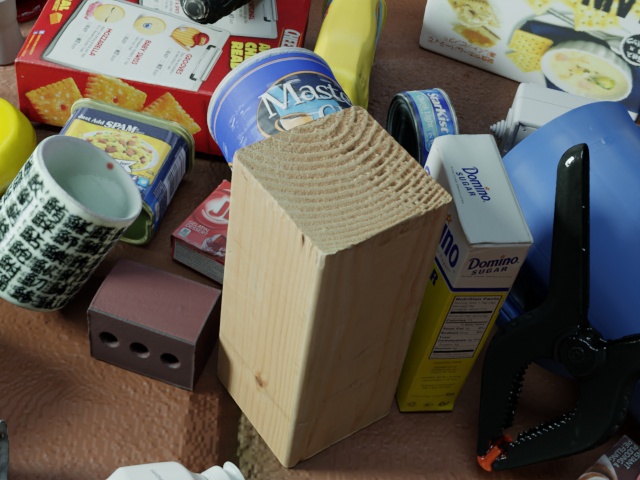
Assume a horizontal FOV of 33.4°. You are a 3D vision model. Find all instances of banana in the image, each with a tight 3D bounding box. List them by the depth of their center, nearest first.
[{"bbox_3d":[-0.246,-0.072,0.795,0.069,0.037,0.198,-17,31,-20],"label":"banana"}]

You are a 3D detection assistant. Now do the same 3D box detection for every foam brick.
[{"bbox_3d":[-0.111,0.055,0.716,0.078,0.053,0.051,17,48,7],"label":"foam brick"}]

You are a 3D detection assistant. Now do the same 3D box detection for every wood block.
[{"bbox_3d":[0.000,0.034,0.649,0.090,0.206,0.091,-24,56,-28],"label":"wood block"}]

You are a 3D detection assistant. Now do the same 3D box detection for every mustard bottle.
[{"bbox_3d":[0.022,-0.165,0.909,0.058,0.096,0.191,12,47,2],"label":"mustard bottle"}]

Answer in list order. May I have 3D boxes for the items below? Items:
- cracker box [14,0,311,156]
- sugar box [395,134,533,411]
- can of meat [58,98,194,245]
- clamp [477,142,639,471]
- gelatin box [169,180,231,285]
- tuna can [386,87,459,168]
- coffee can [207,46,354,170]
[{"bbox_3d":[-0.125,-0.154,0.894,0.213,0.072,0.164,11,46,0],"label":"cracker box"},{"bbox_3d":[0.080,0.025,0.690,0.048,0.176,0.093,-2,48,-12],"label":"sugar box"},{"bbox_3d":[-0.157,-0.051,0.804,0.102,0.057,0.084,16,50,6],"label":"can of meat"},{"bbox_3d":[0.158,0.056,0.660,0.165,0.210,0.036,48,25,15],"label":"clamp"},{"bbox_3d":[-0.055,0.001,0.790,0.089,0.030,0.073,27,48,15],"label":"gelatin box"},{"bbox_3d":[0.080,-0.076,0.845,0.033,0.086,0.086,-7,49,-13],"label":"tuna can"},{"bbox_3d":[-0.009,-0.055,0.760,0.102,0.103,0.140,-13,51,-20],"label":"coffee can"}]
